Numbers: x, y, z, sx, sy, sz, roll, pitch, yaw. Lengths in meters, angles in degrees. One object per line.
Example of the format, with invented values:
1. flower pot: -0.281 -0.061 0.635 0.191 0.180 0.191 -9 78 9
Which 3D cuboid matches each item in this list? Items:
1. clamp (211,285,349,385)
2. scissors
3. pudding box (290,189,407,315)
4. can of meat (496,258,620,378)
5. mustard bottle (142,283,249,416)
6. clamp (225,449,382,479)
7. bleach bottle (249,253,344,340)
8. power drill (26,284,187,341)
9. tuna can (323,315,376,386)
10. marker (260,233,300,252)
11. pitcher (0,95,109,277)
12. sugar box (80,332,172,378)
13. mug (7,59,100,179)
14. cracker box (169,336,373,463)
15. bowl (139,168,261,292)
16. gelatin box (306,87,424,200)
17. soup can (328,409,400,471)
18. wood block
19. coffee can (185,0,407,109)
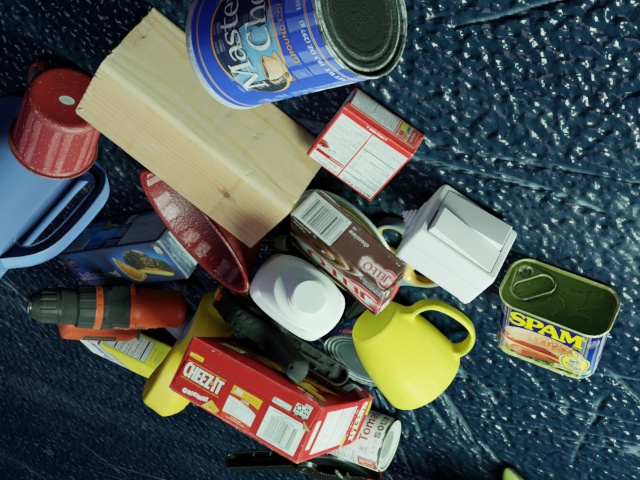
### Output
1. clamp: -0.046 0.107 1.170 0.172 0.039 0.120 39 -177 34
2. scissors: 0.056 0.029 1.076 0.096 0.016 0.202 46 144 -17
3. pudding box: 0.024 0.013 0.978 0.113 0.039 0.090 43 165 10
4. can of meat: 0.212 0.073 0.969 0.102 0.057 0.084 21 148 18
5. mustard bottle: -0.138 0.117 1.262 0.058 0.096 0.192 37 116 3
6. clamp: -0.021 0.276 1.381 0.210 0.036 0.165 9 149 2
7. bleach bottle: -0.015 0.056 1.024 0.102 0.068 0.251 36 175 -4
8. power drill: -0.270 0.089 1.297 0.184 0.057 0.188 5 171 -20
9. tuna can: 0.049 0.122 1.184 0.086 0.033 0.086 22 145 16
10. marker: -0.057 0.001 1.131 0.121 0.020 0.020 3 137 37
11. pitcher: -0.350 -0.026 1.134 0.149 0.242 0.145 -13 128 49
12. sugar box: -0.238 0.155 1.436 0.176 0.048 0.093 19 160 16
13. mug: -0.268 -0.132 1.086 0.117 0.093 0.082 64 146 19
14. cracker box: -0.047 0.169 1.188 0.164 0.072 0.213 27 -176 18
15. bowl: -0.111 -0.025 1.083 0.162 0.055 0.162 43 162 17
16. gelatin box: 0.038 -0.083 0.935 0.073 0.030 0.089 35 146 -5
17. soup can: 0.039 0.234 1.305 0.102 0.068 0.068 17 143 22
18. wood block: -0.108 -0.100 0.979 0.206 0.090 0.091 39 145 -8
19. coffee can: -0.020 -0.162 0.816 0.141 0.102 0.102 -6 131 43
